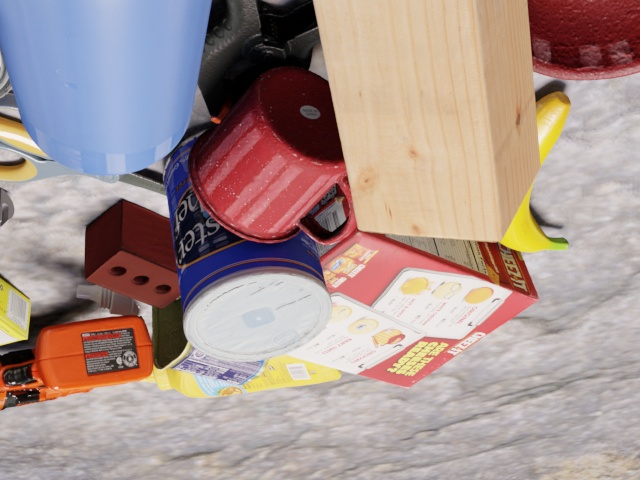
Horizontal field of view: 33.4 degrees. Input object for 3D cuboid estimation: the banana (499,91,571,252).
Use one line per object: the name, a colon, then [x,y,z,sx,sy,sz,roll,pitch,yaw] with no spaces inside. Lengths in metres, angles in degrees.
banana: [0.159,-0.043,0.836,0.069,0.037,0.198,-23,147,-4]

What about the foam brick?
foam brick: [-0.144,0.012,0.863,0.078,0.051,0.053,25,136,-36]

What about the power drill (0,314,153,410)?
power drill: [-0.246,0.111,0.924,0.184,0.057,0.188,-6,172,-41]

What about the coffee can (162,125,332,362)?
coffee can: [-0.055,0.001,0.766,0.102,0.140,0.103,-9,142,-7]

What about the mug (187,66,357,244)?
mug: [-0.019,-0.049,0.687,0.093,0.117,0.082,-36,174,-45]

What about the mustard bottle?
mustard bottle: [-0.081,0.111,1.010,0.192,0.058,0.096,-10,147,7]

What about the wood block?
wood block: [0.060,-0.111,0.585,0.090,0.090,0.206,5,126,27]

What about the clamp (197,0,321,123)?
clamp: [-0.024,-0.132,0.678,0.120,0.039,0.172,11,149,-14]

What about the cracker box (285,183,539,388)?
cracker box: [0.048,0.039,0.891,0.213,0.072,0.164,19,135,-38]

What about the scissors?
scissors: [-0.179,-0.048,0.802,0.096,0.016,0.201,-25,141,30]

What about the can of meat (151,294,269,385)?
can of meat: [-0.093,0.068,0.909,0.083,0.102,0.058,20,138,-35]

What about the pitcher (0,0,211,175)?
pitcher: [-0.127,-0.140,0.569,0.144,0.149,0.243,-24,160,-20]
